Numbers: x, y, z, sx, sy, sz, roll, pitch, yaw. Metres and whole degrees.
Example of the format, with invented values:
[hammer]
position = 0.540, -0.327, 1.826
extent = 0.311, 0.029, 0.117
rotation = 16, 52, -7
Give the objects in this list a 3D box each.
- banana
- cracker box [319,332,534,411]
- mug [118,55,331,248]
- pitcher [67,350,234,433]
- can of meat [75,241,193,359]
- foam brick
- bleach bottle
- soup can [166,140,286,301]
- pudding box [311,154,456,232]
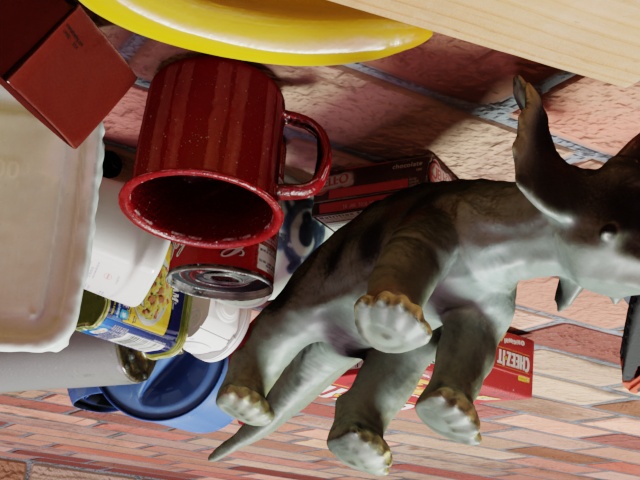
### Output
[banana]
position = -0.045, -0.114, 0.509
extent = 0.197, 0.037, 0.070
rotation = 13, 160, -23
[cracker box]
position = 0.092, 0.132, 1.131
extent = 0.164, 0.072, 0.214
rotation = 19, 157, -33
[mug]
position = -0.052, -0.051, 0.612
extent = 0.117, 0.081, 0.093
rotation = 2, 154, 7
[pitcher]
position = -0.157, 0.144, 1.141
extent = 0.149, 0.145, 0.243
rotation = 21, 166, 11
[can of meat]
position = -0.154, 0.038, 0.879
extent = 0.058, 0.102, 0.083
rotation = -14, 152, 41
[foam brick]
position = -0.139, -0.094, 0.540
extent = 0.051, 0.053, 0.078
rotation = 38, 172, 23
[bleach bottle]
position = -0.227, -0.031, 0.723
extent = 0.250, 0.068, 0.103
rotation = 21, 153, -12
[soup can]
position = -0.059, -0.019, 0.686
extent = 0.068, 0.102, 0.068
rotation = 5, 161, 1
[pudding box]
position = 0.058, -0.019, 0.756
extent = 0.090, 0.039, 0.113
rotation = -6, 156, 28
